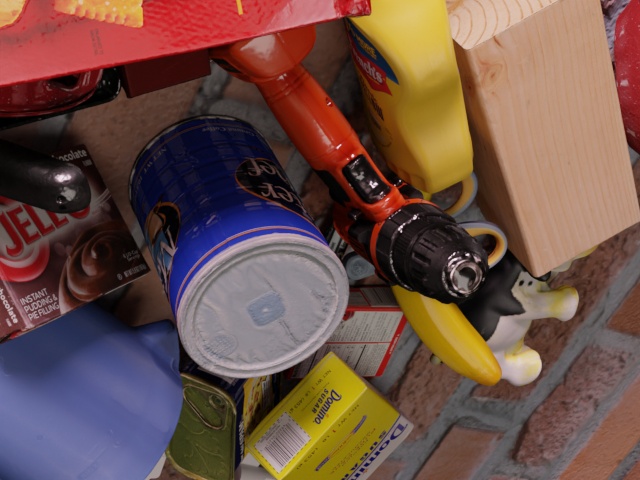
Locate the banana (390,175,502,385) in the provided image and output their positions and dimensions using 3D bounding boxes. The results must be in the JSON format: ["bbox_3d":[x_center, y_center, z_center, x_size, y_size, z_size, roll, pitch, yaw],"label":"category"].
[{"bbox_3d":[0.082,0.025,0.784,0.070,0.037,0.198,-4,115,25],"label":"banana"}]

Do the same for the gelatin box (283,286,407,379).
[{"bbox_3d":[0.017,0.071,0.824,0.089,0.030,0.073,3,126,-27],"label":"gelatin box"}]

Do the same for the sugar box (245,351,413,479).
[{"bbox_3d":[0.013,0.149,0.822,0.093,0.048,0.176,-46,153,-1],"label":"sugar box"}]

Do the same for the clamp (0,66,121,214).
[{"bbox_3d":[-0.208,-0.053,0.556,0.209,0.164,0.036,-4,118,-10],"label":"clamp"}]

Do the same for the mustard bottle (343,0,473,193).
[{"bbox_3d":[0.045,-0.115,0.620,0.058,0.096,0.191,-25,146,-3],"label":"mustard bottle"}]

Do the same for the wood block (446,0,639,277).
[{"bbox_3d":[0.141,-0.087,0.717,0.091,0.090,0.206,-28,132,-2],"label":"wood block"}]

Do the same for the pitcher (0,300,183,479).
[{"bbox_3d":[-0.214,0.072,0.654,0.145,0.149,0.242,-16,136,32],"label":"pitcher"}]

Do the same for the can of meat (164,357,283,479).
[{"bbox_3d":[-0.068,0.113,0.775,0.083,0.057,0.102,-50,153,-47],"label":"can of meat"}]

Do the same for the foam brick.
[{"bbox_3d":[-0.095,-0.128,0.591,0.051,0.053,0.078,-17,144,-11],"label":"foam brick"}]

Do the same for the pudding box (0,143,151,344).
[{"bbox_3d":[-0.160,0.000,0.611,0.039,0.090,0.113,-26,-178,29],"label":"pudding box"}]

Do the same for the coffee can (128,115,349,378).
[{"bbox_3d":[-0.054,0.001,0.662,0.102,0.140,0.103,-12,130,-16],"label":"coffee can"}]

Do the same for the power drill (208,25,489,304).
[{"bbox_3d":[0.013,-0.051,0.618,0.057,0.185,0.187,-37,109,-7],"label":"power drill"}]

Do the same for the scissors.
[{"bbox_3d":[0.031,-0.002,0.741,0.201,0.016,0.096,-6,107,-6],"label":"scissors"}]
